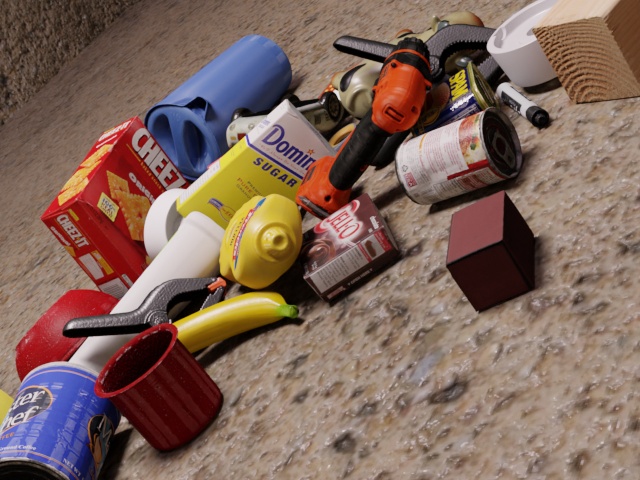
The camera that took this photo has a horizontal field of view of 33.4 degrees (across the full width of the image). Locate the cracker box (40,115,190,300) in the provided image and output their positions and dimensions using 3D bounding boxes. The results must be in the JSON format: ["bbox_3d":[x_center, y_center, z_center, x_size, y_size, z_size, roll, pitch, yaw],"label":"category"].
[{"bbox_3d":[-0.239,-0.035,1.345,0.072,0.164,0.213,-23,26,27],"label":"cracker box"}]

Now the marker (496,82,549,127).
[{"bbox_3d":[0.205,-0.138,1.082,0.020,0.020,0.121,-34,22,6],"label":"marker"}]

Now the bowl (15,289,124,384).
[{"bbox_3d":[-0.298,0.108,1.224,0.162,0.055,0.162,-47,5,5],"label":"bowl"}]

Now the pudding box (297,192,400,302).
[{"bbox_3d":[0.024,0.005,1.039,0.090,0.039,0.113,-34,22,6],"label":"pudding box"}]

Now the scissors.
[{"bbox_3d":[0.007,-0.089,1.284,0.096,0.016,0.201,-31,23,15],"label":"scissors"}]

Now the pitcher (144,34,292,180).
[{"bbox_3d":[-0.149,-0.202,1.614,0.149,0.145,0.242,-1,36,37],"label":"pitcher"}]

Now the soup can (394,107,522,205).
[{"bbox_3d":[0.130,-0.078,1.011,0.102,0.068,0.068,-19,28,39],"label":"soup can"}]

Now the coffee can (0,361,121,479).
[{"bbox_3d":[-0.250,0.194,0.984,0.103,0.102,0.140,-28,23,19],"label":"coffee can"}]

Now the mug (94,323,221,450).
[{"bbox_3d":[-0.152,0.138,0.979,0.117,0.081,0.093,-14,31,43],"label":"mug"}]

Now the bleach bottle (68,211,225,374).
[{"bbox_3d":[-0.197,0.085,1.156,0.250,0.068,0.103,-50,-2,-27],"label":"bleach bottle"}]

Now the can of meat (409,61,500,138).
[{"bbox_3d":[0.140,-0.132,1.119,0.084,0.057,0.102,-32,22,19],"label":"can of meat"}]

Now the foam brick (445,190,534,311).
[{"bbox_3d":[0.136,0.007,0.852,0.051,0.053,0.078,-26,24,25],"label":"foam brick"}]

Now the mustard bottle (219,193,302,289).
[{"bbox_3d":[-0.057,0.001,1.074,0.096,0.058,0.192,-65,12,-5],"label":"mustard bottle"}]

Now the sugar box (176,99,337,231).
[{"bbox_3d":[-0.071,-0.068,1.226,0.176,0.093,0.048,-41,22,12],"label":"sugar box"}]

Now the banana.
[{"bbox_3d":[-0.114,0.088,1.045,0.198,0.037,0.069,-22,3,6],"label":"banana"}]

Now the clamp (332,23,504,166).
[{"bbox_3d":[0.124,-0.177,1.200,0.210,0.164,0.036,-12,-15,14],"label":"clamp"}]

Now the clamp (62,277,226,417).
[{"bbox_3d":[-0.175,0.086,1.098,0.171,0.120,0.039,-43,-9,-25],"label":"clamp"}]

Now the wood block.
[{"bbox_3d":[0.309,-0.232,1.022,0.205,0.090,0.090,-46,25,-23],"label":"wood block"}]

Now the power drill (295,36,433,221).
[{"bbox_3d":[0.050,-0.118,1.123,0.188,0.057,0.184,-55,7,30],"label":"power drill"}]
